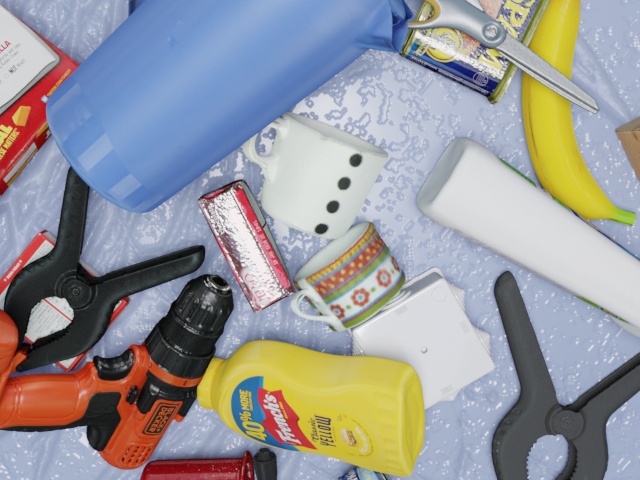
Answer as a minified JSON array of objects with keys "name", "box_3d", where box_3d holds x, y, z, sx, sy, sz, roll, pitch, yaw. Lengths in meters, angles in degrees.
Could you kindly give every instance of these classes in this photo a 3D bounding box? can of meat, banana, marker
[{"name":"can of meat","box_3d":[0.118,-0.168,0.812,0.084,0.057,0.102,25,94,-2]},{"name":"banana","box_3d":[0.190,-0.098,0.834,0.069,0.037,0.198,-18,98,-19]},{"name":"marker","box_3d":[-0.039,0.220,0.851,0.020,0.020,0.121,-6,109,-2]}]

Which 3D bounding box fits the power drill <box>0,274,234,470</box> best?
[{"name":"power drill","box_3d":[-0.169,0.091,0.767,0.187,0.057,0.185,12,119,-36]}]

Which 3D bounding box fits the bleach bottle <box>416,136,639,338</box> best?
[{"name":"bleach bottle","box_3d":[0.197,0.014,0.810,0.250,0.102,0.068,31,96,-5]}]

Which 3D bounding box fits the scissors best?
[{"name":"scissors","box_3d":[0.124,-0.171,0.775,0.202,0.016,0.096,21,94,1]}]

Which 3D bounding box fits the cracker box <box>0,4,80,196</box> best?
[{"name":"cracker box","box_3d":[-0.304,-0.121,0.781,0.213,0.072,0.164,37,80,-4]}]

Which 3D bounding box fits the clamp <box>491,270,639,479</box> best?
[{"name":"clamp","box_3d":[0.185,0.134,0.854,0.164,0.036,0.210,24,91,-3]}]

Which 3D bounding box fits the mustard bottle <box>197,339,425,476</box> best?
[{"name":"mustard bottle","box_3d":[-0.019,0.121,0.814,0.192,0.058,0.096,8,132,22]}]

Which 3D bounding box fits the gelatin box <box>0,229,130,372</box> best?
[{"name":"gelatin box","box_3d":[-0.206,0.048,0.835,0.089,0.030,0.073,39,92,-6]}]

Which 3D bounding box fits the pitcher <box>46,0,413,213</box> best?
[{"name":"pitcher","box_3d":[-0.072,-0.138,0.729,0.243,0.149,0.145,-38,116,14]}]

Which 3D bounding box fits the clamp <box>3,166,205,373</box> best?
[{"name":"clamp","box_3d":[-0.171,0.035,0.800,0.120,0.039,0.171,32,100,-6]}]

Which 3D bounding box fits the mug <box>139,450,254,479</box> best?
[{"name":"mug","box_3d":[-0.095,0.215,0.815,0.081,0.117,0.093,-2,111,3]}]

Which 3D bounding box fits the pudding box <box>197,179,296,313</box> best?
[{"name":"pudding box","box_3d":[-0.055,0.001,0.793,0.039,0.113,0.090,-26,96,0]}]
